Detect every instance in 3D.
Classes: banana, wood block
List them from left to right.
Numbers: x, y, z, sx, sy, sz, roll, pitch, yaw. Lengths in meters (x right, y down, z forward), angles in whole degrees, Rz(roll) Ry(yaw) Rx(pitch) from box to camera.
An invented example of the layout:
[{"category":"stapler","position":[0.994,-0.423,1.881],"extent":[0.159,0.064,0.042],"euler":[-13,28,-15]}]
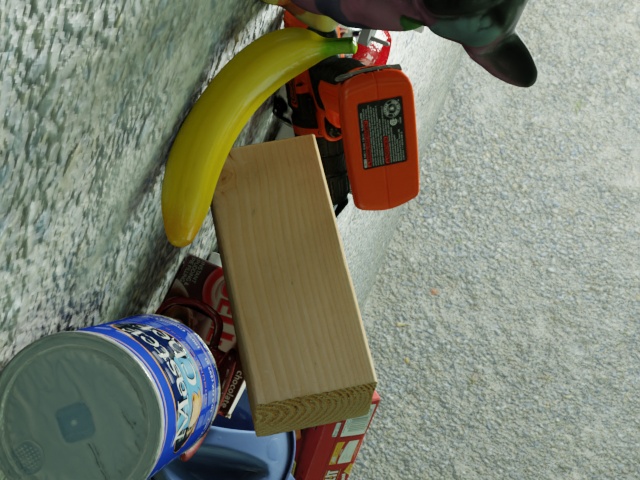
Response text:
[{"category":"banana","position":[-0.059,-0.085,0.742],"extent":[0.197,0.070,0.037],"euler":[-52,141,-14]},{"category":"wood block","position":[-0.027,0.034,0.823],"extent":[0.090,0.090,0.206],"euler":[95,-18,-65]}]

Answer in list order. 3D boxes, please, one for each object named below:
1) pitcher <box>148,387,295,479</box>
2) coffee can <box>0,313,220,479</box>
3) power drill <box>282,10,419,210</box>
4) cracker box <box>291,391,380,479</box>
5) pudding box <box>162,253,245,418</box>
[{"category":"pitcher","position":[-0.102,0.225,0.989],"extent":[0.243,0.144,0.149],"euler":[115,-35,-60]},{"category":"coffee can","position":[-0.128,0.101,0.663],"extent":[0.140,0.103,0.103],"euler":[-3,115,-82]},{"category":"power drill","position":[0.019,-0.090,0.857],"extent":[0.188,0.057,0.184],"euler":[-131,-151,-61]},{"category":"cracker box","position":[-0.025,0.185,1.298],"extent":[0.214,0.072,0.164],"euler":[53,-46,45]},{"category":"pudding box","position":[-0.092,0.080,0.894],"extent":[0.039,0.090,0.113],"euler":[83,31,-75]}]
